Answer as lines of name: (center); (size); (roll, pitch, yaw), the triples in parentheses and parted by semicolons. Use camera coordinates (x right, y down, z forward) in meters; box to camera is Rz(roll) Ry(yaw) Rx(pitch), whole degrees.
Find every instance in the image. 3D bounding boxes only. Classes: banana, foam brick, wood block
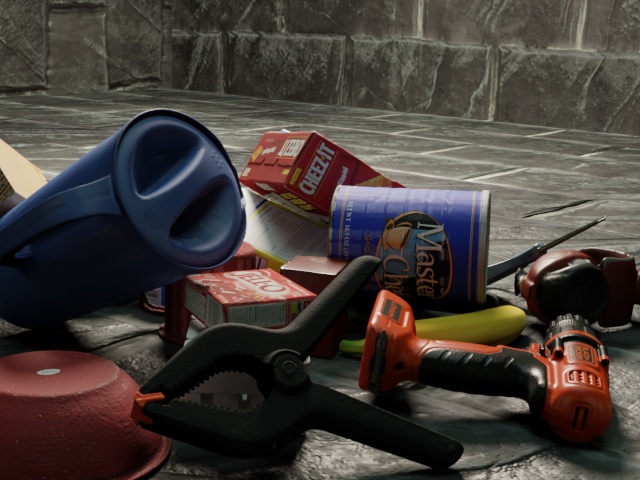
banana: (0.117, 0.080, 0.938); (0.197, 0.037, 0.070); (-5, 15, -28)
foam brick: (-0.006, 0.057, 0.931); (0.051, 0.078, 0.053); (7, 13, 16)
wood block: (-0.323, -0.037, 1.045); (0.090, 0.091, 0.206); (-34, -10, -3)

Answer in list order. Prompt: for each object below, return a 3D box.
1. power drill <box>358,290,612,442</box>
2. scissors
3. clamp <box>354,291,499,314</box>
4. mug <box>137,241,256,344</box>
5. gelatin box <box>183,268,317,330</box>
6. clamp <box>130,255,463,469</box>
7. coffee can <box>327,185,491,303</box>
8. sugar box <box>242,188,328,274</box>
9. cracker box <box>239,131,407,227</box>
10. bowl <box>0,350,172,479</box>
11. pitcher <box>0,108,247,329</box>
power drill: (0.130, 0.086, 0.829); (0.188, 0.057, 0.184); (9, 15, 8)
scissors: (0.198, 0.020, 1.076); (0.096, 0.016, 0.202); (-19, -10, -22)
clamp: (0.093, 0.054, 1.049); (0.120, 0.039, 0.172); (-2, 17, -19)
mug: (-0.111, 0.043, 0.966); (0.117, 0.081, 0.093); (5, 13, 13)
gelatin box: (-0.054, 0.045, 0.789); (0.073, 0.030, 0.089); (-3, 14, -25)
clamp: (-0.022, 0.083, 0.707); (0.209, 0.036, 0.164); (-2, 54, -18)
coffee can: (0.084, 0.002, 0.982); (0.140, 0.103, 0.102); (3, 12, 10)
sugar box: (-0.057, 0.002, 1.090); (0.176, 0.048, 0.093); (23, 35, 16)
cracker box: (0.038, -0.038, 1.132); (0.213, 0.072, 0.164); (30, -6, -20)
bowl: (-0.179, 0.112, 0.702); (0.162, 0.055, 0.162); (2, 12, -1)
pitcher: (-0.193, -0.005, 0.891); (0.243, 0.149, 0.145); (-24, 37, 39)
